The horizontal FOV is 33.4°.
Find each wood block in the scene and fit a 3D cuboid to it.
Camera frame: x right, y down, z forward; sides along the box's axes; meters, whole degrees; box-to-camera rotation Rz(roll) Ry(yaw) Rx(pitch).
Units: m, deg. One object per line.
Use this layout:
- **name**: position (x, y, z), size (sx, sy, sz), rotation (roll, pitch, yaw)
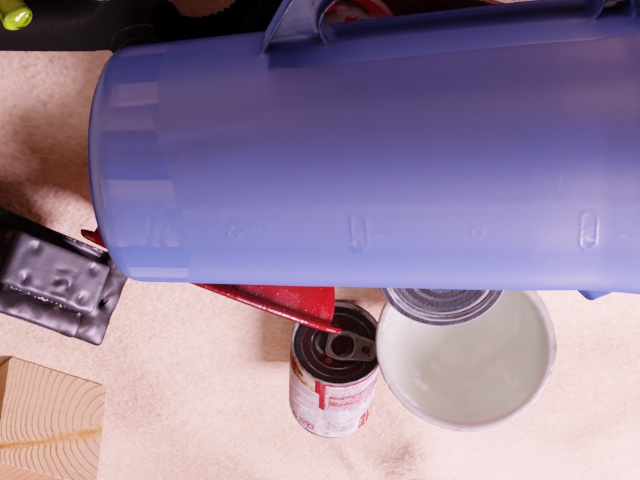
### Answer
- **wood block**: position (-0.278, 0.187, 0.900), size (0.090, 0.090, 0.206), rotation (26, 138, -34)

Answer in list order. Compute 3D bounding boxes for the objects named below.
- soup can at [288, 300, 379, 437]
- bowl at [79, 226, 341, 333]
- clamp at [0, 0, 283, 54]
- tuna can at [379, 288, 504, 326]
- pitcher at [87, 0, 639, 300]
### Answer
- **soup can**: position (0.010, 0.100, 0.806), size (0.068, 0.068, 0.102), rotation (-1, 147, -3)
- **bowl**: position (-0.054, 0.001, 0.622), size (0.162, 0.055, 0.162), rotation (22, 178, 1)
- **clamp**: position (-0.095, -0.104, 0.516), size (0.210, 0.036, 0.164), rotation (-28, 140, 30)
- **tuna can**: position (0.077, 0.012, 0.677), size (0.086, 0.033, 0.086), rotation (2, 122, 4)
- **pitcher**: position (0.026, -0.047, 0.471), size (0.243, 0.149, 0.145), rotation (-2, 173, 6)
